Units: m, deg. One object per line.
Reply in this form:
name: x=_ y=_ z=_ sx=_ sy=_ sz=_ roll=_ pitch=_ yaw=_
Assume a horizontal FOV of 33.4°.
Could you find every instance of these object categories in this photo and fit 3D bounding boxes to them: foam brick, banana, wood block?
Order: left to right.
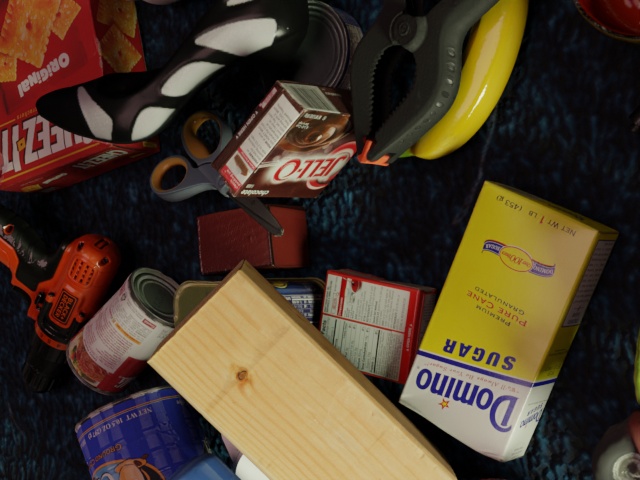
foam brick: x=-0.056 y=0.001 z=0.876 sx=0.078 sy=0.052 sz=0.051 roll=-8 pitch=84 yaw=36
wood block: x=-0.012 y=0.118 z=0.751 sx=0.206 sy=0.090 sz=0.091 roll=45 pitch=91 yaw=-4
banana: x=0.110 y=-0.135 z=0.771 sx=0.070 sy=0.037 sz=0.198 roll=35 pitch=108 yaw=29

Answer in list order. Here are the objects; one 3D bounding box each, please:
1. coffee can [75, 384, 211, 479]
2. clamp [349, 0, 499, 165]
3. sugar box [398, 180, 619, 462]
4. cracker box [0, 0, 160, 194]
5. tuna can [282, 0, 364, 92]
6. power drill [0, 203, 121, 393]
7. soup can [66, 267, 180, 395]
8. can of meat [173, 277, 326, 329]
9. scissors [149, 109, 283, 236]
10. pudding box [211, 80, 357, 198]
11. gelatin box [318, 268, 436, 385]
coffee can: x=-0.136 y=0.206 z=0.897 sx=0.103 sy=0.102 sz=0.140 roll=-34 pitch=69 yaw=30
clamp: x=0.066 y=-0.158 z=0.768 sx=0.165 sy=0.036 sz=0.210 roll=40 pitch=115 yaw=37
sugar box: x=0.128 y=0.056 z=0.746 sx=0.093 sy=0.048 sz=0.176 roll=28 pitch=103 yaw=33
cracker box: x=-0.247 y=-0.167 z=1.008 sx=0.164 sy=0.071 sz=0.214 roll=-16 pitch=80 yaw=35
tuna can: x=-0.005 y=-0.147 z=0.856 sx=0.086 sy=0.033 sz=0.086 roll=-1 pitch=88 yaw=36
power drill: x=-0.293 y=0.036 z=1.007 sx=0.187 sy=0.057 sz=0.185 roll=32 pitch=115 yaw=4
soup can: x=-0.169 y=0.080 z=0.947 sx=0.102 sy=0.068 sz=0.068 roll=-45 pitch=64 yaw=25
can of meat: x=-0.055 y=0.058 z=0.855 sx=0.102 sy=0.083 sz=0.057 roll=-1 pitch=87 yaw=36
scissors: x=-0.091 y=-0.038 z=0.873 sx=0.096 sy=0.016 sz=0.202 roll=-40 pitch=41 yaw=13
pudding box: x=-0.016 y=-0.075 z=0.813 sx=0.090 sy=0.113 sz=0.039 roll=-49 pitch=64 yaw=25
gelatin box: x=0.041 y=0.065 z=0.819 sx=0.089 sy=0.030 sz=0.073 roll=11 pitch=96 yaw=36
